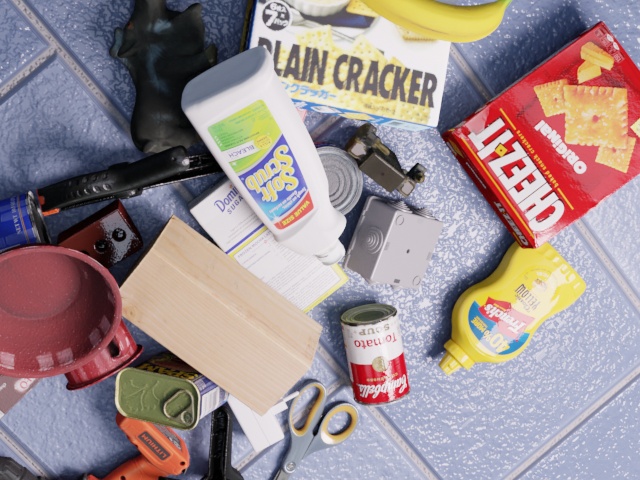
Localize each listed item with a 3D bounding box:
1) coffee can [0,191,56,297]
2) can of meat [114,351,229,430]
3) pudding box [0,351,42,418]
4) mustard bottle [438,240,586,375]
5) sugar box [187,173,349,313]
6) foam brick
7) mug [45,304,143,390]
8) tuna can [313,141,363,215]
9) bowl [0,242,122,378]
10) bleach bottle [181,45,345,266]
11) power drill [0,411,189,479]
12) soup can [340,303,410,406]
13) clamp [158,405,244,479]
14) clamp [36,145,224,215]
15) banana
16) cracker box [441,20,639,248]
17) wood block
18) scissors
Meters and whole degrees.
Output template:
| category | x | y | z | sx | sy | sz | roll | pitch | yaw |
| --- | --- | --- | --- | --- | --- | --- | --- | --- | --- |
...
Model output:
| category | x | y | z | sx | sy | sz | roll | pitch | yaw |
| --- | --- | --- | --- | --- | --- | --- | --- | --- | --- |
| coffee can | -0.352 | 0.018 | 1.101 | 0.140 | 0.103 | 0.103 | -18 | 106 | -7 |
| can of meat | -0.158 | 0.161 | 1.165 | 0.102 | 0.083 | 0.057 | 8 | 102 | 21 |
| pudding box | -0.339 | 0.153 | 1.143 | 0.113 | 0.090 | 0.039 | -42 | 106 | 1 |
| mustard bottle | 0.212 | 0.086 | 1.254 | 0.191 | 0.058 | 0.096 | -44 | 99 | 2 |
| sugar box | -0.058 | 0.001 | 1.188 | 0.093 | 0.048 | 0.176 | -37 | 104 | -1 |
| foam brick | -0.236 | 0.000 | 1.147 | 0.078 | 0.051 | 0.053 | -32 | 108 | -3 |
| mug | -0.244 | 0.102 | 1.141 | 0.093 | 0.117 | 0.081 | -35 | 105 | -35 |
| tuna can | 0.004 | -0.066 | 1.189 | 0.086 | 0.034 | 0.086 | -3 | 104 | -11 |
| bowl | -0.280 | 0.058 | 1.053 | 0.162 | 0.055 | 0.162 | -9 | 126 | -14 |
| bleach bottle | -0.037 | -0.071 | 1.094 | 0.103 | 0.068 | 0.250 | -24 | 125 | 16 |
| power drill | -0.257 | 0.262 | 1.204 | 0.187 | 0.057 | 0.184 | -42 | 111 | 3 |
| soup can | 0.063 | 0.131 | 1.231 | 0.068 | 0.068 | 0.102 | -12 | 104 | -9 |
| clamp | -0.128 | 0.284 | 1.210 | 0.120 | 0.039 | 0.171 | -37 | 129 | -37 |
| clamp | -0.195 | -0.064 | 1.115 | 0.210 | 0.164 | 0.036 | -13 | 90 | 21 |
| banana | 0.107 | -0.242 | 1.097 | 0.197 | 0.037 | 0.069 | 10 | 62 | -16 |
| cracker box | 0.272 | -0.116 | 1.193 | 0.213 | 0.072 | 0.164 | -36 | 92 | -2 |
| wood block | -0.110 | 0.080 | 1.145 | 0.206 | 0.090 | 0.091 | 37 | 116 | -10 |
| scissors | -0.016 | 0.263 | 1.273 | 0.096 | 0.016 | 0.202 | 12 | 101 | -14 |
